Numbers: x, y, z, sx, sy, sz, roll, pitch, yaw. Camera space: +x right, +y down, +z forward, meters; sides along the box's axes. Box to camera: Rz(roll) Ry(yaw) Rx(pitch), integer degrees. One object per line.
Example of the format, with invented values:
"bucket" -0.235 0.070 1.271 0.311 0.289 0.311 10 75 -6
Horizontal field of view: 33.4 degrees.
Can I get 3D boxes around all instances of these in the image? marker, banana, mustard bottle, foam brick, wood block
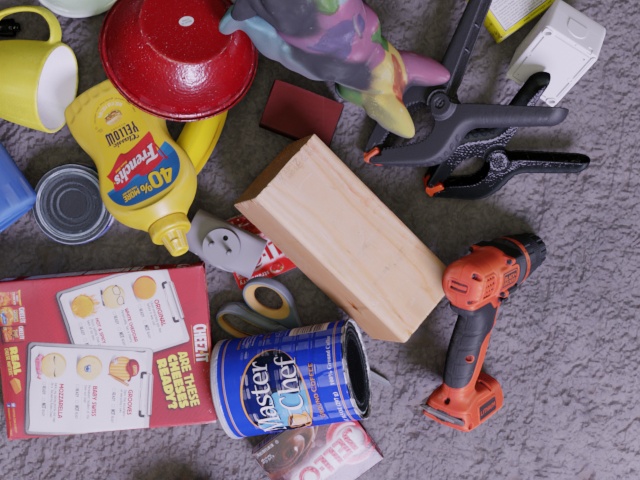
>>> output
"marker" -0.369 -0.216 1.094 0.121 0.020 0.020 -3 95 -2
"banana" -0.139 -0.109 1.107 0.070 0.037 0.198 21 91 22
"mustard bottle" -0.177 -0.070 1.063 0.096 0.058 0.192 -27 73 -1
"foam brick" -0.020 -0.128 1.100 0.078 0.053 0.051 21 93 -4
"wood block" 0.024 0.000 1.072 0.206 0.091 0.090 45 75 -13

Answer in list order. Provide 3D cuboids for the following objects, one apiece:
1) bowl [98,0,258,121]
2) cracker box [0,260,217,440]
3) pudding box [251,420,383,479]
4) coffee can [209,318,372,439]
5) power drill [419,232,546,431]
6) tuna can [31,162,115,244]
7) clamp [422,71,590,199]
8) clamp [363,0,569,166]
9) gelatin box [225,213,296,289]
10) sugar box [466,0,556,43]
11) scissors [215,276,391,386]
"bowl" -0.136 -0.202 1.057 0.162 0.055 0.162 5 70 -13
"cracker box" -0.218 0.111 1.101 0.213 0.072 0.164 -5 95 -3
"pudding box" -0.003 0.225 1.136 0.113 0.039 0.090 -36 95 0
"coffee can" -0.028 0.140 1.079 0.140 0.102 0.103 -11 95 14
"power drill" 0.169 0.088 1.092 0.057 0.184 0.188 19 111 32
"tuna can" -0.254 -0.038 1.106 0.086 0.034 0.086 0 95 -3
"clamp" 0.192 -0.086 1.109 0.172 0.039 0.120 -33 109 20
"clamp" 0.136 -0.131 1.074 0.210 0.036 0.165 -42 66 21
"gelatin box" -0.057 0.001 1.120 0.089 0.030 0.073 -22 95 0
"sugar box" 0.171 -0.302 1.100 0.093 0.048 0.176 -36 91 0
"scissors" -0.009 0.094 1.118 0.201 0.016 0.096 16 127 -3
